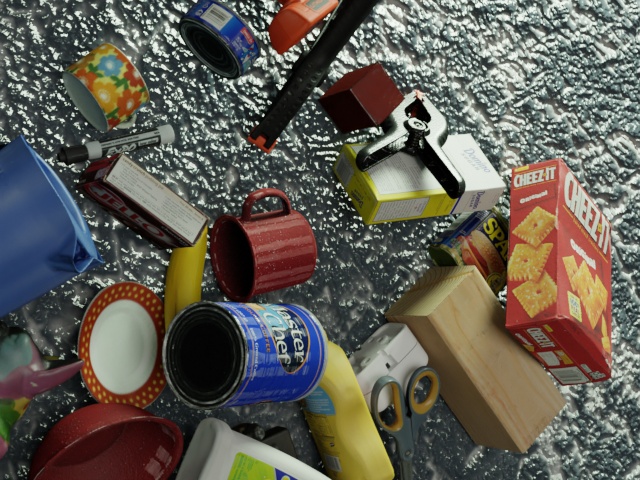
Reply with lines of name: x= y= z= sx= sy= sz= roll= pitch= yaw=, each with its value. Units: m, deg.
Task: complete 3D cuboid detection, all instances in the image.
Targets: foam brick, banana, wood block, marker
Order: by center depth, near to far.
marker: x=-0.205 y=-0.095 z=1.071 sx=0.120 sy=0.020 sz=0.020 roll=-16 pitch=96 yaw=-28
banana: x=-0.132 y=0.075 z=1.098 sx=0.069 sy=0.037 sz=0.198 roll=-16 pitch=101 yaw=-61
foam brick: x=0.045 y=-0.156 z=1.176 sx=0.051 sy=0.078 sz=0.053 roll=-44 pitch=108 yaw=-21
wood block: x=0.180 y=0.136 z=1.233 sx=0.090 sy=0.091 sz=0.206 roll=-43 pitch=107 yaw=-24

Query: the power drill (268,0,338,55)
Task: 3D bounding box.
power drill: x=-0.076 y=-0.276 z=1.063 sx=0.187 sy=0.057 sz=0.184 roll=49 pitch=33 yaw=-5

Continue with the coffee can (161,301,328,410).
coffee can: x=-0.072 y=0.112 z=1.054 sx=0.140 sy=0.103 sz=0.103 roll=7 pitch=84 yaw=-57

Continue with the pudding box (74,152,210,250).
pudding box: x=-0.175 y=-0.036 z=1.045 sx=0.113 sy=0.090 sz=0.039 roll=36 pitch=72 yaw=-23

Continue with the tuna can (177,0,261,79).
tuna can: x=-0.104 y=-0.206 z=1.092 sx=0.086 sy=0.086 sz=0.033 roll=46 pitch=70 yaw=-20

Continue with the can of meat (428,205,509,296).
can of meat: x=0.186 y=0.018 z=1.260 sx=0.083 sy=0.058 sz=0.102 roll=-42 pitch=108 yaw=-21

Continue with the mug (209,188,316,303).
mug: x=-0.057 y=0.001 z=1.105 sx=0.081 sy=0.093 sz=0.117 roll=-12 pitch=115 yaw=-33

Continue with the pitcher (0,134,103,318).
pitcher: x=-0.326 y=0.018 z=0.928 sx=0.242 sy=0.149 sz=0.145 roll=-32 pitch=96 yaw=-9

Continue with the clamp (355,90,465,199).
clamp: x=0.111 y=-0.107 z=1.177 sx=0.120 sy=0.039 sz=0.171 roll=26 pitch=41 yaw=-2

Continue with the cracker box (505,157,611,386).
cracker box: x=0.281 y=0.038 z=1.236 sx=0.164 sy=0.072 sz=0.213 roll=42 pitch=47 yaw=-43

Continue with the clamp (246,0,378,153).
clamp: x=-0.008 y=-0.187 z=1.139 sx=0.036 sy=0.164 sz=0.210 roll=35 pitch=96 yaw=-9

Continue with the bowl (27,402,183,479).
bowl: x=-0.213 y=0.205 z=1.011 sx=0.162 sy=0.055 sz=0.162 roll=-24 pitch=143 yaw=-20

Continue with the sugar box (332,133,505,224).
sugar box: x=0.112 y=-0.071 z=1.205 sx=0.175 sy=0.048 sz=0.093 roll=-5 pitch=50 yaw=-30

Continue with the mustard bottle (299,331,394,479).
mustard bottle: x=0.012 y=0.171 z=1.137 sx=0.058 sy=0.096 sz=0.191 roll=-26 pitch=101 yaw=-25

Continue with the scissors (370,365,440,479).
scissors: x=0.108 y=0.219 z=1.193 sx=0.096 sy=0.016 sz=0.201 roll=-33 pitch=125 yaw=-17

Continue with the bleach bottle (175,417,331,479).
bleach bottle: x=-0.022 y=0.269 z=1.084 sx=0.250 sy=0.068 sz=0.102 roll=26 pitch=82 yaw=-24
